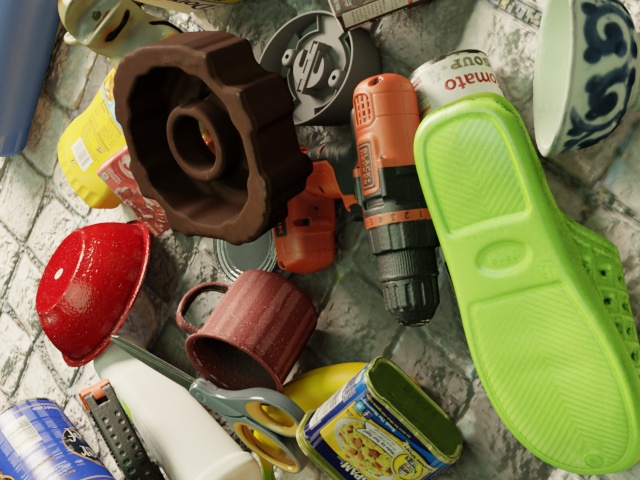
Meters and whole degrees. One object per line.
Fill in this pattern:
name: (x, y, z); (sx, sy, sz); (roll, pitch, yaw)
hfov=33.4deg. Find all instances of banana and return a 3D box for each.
banana: (0.000, 0.142, 0.902); (0.069, 0.037, 0.198); (50, 127, -2)

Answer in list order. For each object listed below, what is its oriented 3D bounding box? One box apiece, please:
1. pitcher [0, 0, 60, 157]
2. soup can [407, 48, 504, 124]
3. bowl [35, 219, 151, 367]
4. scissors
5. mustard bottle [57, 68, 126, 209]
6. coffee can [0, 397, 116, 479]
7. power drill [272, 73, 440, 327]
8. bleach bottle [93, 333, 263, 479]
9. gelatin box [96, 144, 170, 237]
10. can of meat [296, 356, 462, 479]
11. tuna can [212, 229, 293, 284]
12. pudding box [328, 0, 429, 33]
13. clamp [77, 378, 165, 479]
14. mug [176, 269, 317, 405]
pitcher: (-0.359, -0.225, 1.188); (0.145, 0.149, 0.243); (25, 108, 24)
soup can: (0.110, -0.081, 0.791); (0.069, 0.068, 0.102); (-30, 68, 37)
bowl: (-0.235, 0.041, 1.057); (0.162, 0.055, 0.162); (-38, 37, 35)
scissors: (-0.087, 0.122, 0.893); (0.202, 0.016, 0.096); (38, 139, 3)
mustard bottle: (-0.188, -0.124, 1.064); (0.192, 0.058, 0.096); (-46, 62, 31)
coffee can: (-0.277, 0.244, 1.096); (0.140, 0.102, 0.103); (41, 114, 35)
power drill: (0.026, -0.020, 0.833); (0.188, 0.057, 0.184); (-15, 80, 60)
bleach bottle: (-0.148, 0.161, 0.996); (0.251, 0.068, 0.102); (43, 153, 35)
gelatin box: (-0.160, -0.056, 1.024); (0.073, 0.030, 0.089); (-31, 107, 36)
can of meat: (0.047, 0.151, 0.824); (0.102, 0.057, 0.084); (44, 118, -2)
tuna can: (-0.056, 0.001, 0.957); (0.086, 0.033, 0.086); (-3, 86, 42)
pudding box: (0.038, -0.233, 0.856); (0.090, 0.039, 0.113); (-20, 74, 5)
clamp: (-0.157, 0.220, 0.952); (0.210, 0.036, 0.165); (63, 163, -5)
mug: (-0.065, 0.074, 0.904); (0.117, 0.081, 0.093); (25, 147, 11)
